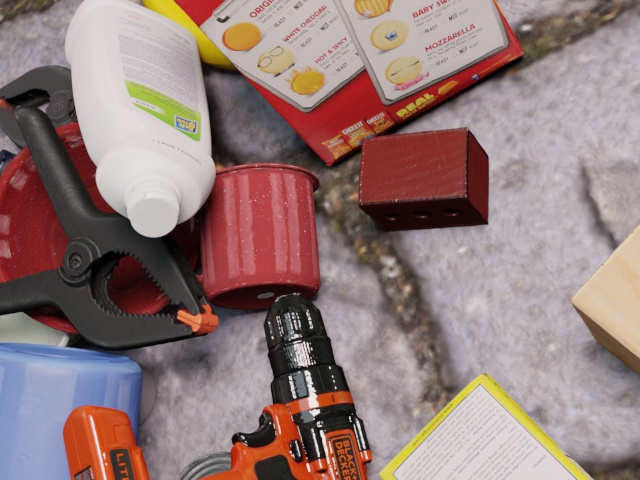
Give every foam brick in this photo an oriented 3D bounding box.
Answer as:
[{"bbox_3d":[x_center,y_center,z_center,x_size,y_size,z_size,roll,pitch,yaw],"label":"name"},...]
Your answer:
[{"bbox_3d":[0.070,-0.040,0.724,0.078,0.053,0.051,-4,71,25],"label":"foam brick"}]

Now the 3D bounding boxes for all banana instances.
[{"bbox_3d":[-0.098,-0.185,0.866,0.198,0.037,0.069,34,82,31],"label":"banana"}]

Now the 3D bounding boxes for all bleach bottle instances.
[{"bbox_3d":[-0.125,-0.084,0.726,0.068,0.102,0.251,-60,24,25],"label":"bleach bottle"}]

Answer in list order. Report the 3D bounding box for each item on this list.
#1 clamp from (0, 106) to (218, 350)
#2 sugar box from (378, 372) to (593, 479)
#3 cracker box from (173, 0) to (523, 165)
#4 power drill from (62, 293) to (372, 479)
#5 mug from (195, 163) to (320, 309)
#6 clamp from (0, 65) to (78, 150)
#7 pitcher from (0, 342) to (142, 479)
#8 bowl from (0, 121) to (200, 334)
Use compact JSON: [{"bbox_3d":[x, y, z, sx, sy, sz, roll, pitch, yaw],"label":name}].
[{"bbox_3d":[-0.159,0.005,0.728,0.210,0.036,0.164,17,91,21],"label":"clamp"},{"bbox_3d":[0.127,0.171,0.627,0.093,0.048,0.176,-46,63,4],"label":"sugar box"},{"bbox_3d":[0.018,-0.161,0.698,0.164,0.213,0.072,-29,53,14],"label":"cracker box"},{"bbox_3d":[-0.057,0.126,0.657,0.057,0.187,0.184,-42,59,54],"label":"power drill"},{"bbox_3d":[-0.055,0.001,0.742,0.117,0.093,0.081,-2,73,-10],"label":"mug"},{"bbox_3d":[-0.205,-0.097,0.885,0.172,0.039,0.120,-3,68,24],"label":"clamp"},{"bbox_3d":[-0.172,0.193,0.691,0.145,0.149,0.243,3,85,49],"label":"pitcher"},{"bbox_3d":[-0.165,-0.006,0.804,0.162,0.055,0.162,0,78,0],"label":"bowl"}]
